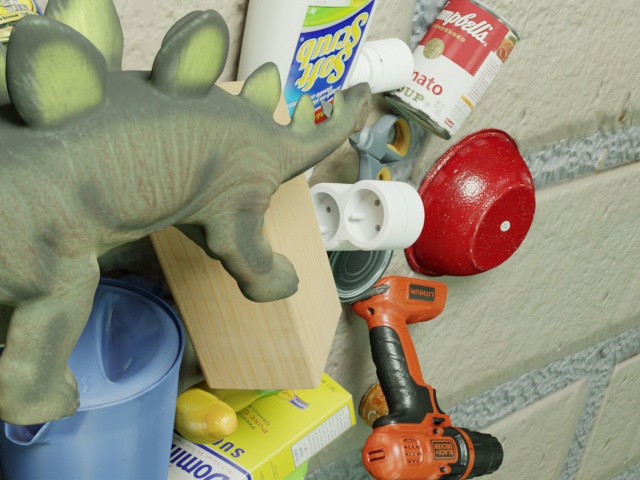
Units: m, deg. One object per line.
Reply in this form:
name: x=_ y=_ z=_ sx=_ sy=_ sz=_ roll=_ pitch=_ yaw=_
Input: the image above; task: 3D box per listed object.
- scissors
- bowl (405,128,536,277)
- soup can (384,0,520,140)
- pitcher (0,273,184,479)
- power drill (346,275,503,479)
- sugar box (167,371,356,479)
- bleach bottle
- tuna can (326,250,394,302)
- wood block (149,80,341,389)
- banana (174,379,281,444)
scissors: x=0.031 y=-0.062 z=0.840 sx=0.201 sy=0.016 sz=0.096 roll=-15 pitch=118 yaw=-66
bowl: x=0.157 y=-0.024 z=1.029 sx=0.161 sy=0.055 sz=0.162 roll=-27 pitch=134 yaw=-31
soup can: x=0.107 y=-0.142 z=0.878 sx=0.102 sy=0.069 sz=0.068 roll=-56 pitch=142 yaw=2
pitcher: x=-0.165 y=0.150 z=0.778 sx=0.149 sy=0.145 sz=0.243 roll=-12 pitch=131 yaw=-26
power drill: x=0.098 y=0.131 z=0.988 sx=0.057 sy=0.187 sz=0.184 roll=-25 pitch=157 yaw=35
sugar box: x=-0.066 y=0.168 z=0.910 sx=0.176 sy=0.093 sz=0.048 roll=-32 pitch=136 yaw=-26
bleach bottle: x=-0.011 y=-0.132 z=0.770 sx=0.102 sy=0.068 sz=0.251 roll=-15 pitch=130 yaw=-41
tuna can: x=0.025 y=0.010 z=0.933 sx=0.086 sy=0.034 sz=0.086 roll=-26 pitch=134 yaw=-31
wood block: x=-0.056 y=0.001 z=0.751 sx=0.090 sy=0.090 sz=0.206 roll=-70 pitch=152 yaw=-49
banana: x=-0.081 y=0.126 z=0.821 sx=0.069 sy=0.037 sz=0.197 roll=-20 pitch=179 yaw=7
